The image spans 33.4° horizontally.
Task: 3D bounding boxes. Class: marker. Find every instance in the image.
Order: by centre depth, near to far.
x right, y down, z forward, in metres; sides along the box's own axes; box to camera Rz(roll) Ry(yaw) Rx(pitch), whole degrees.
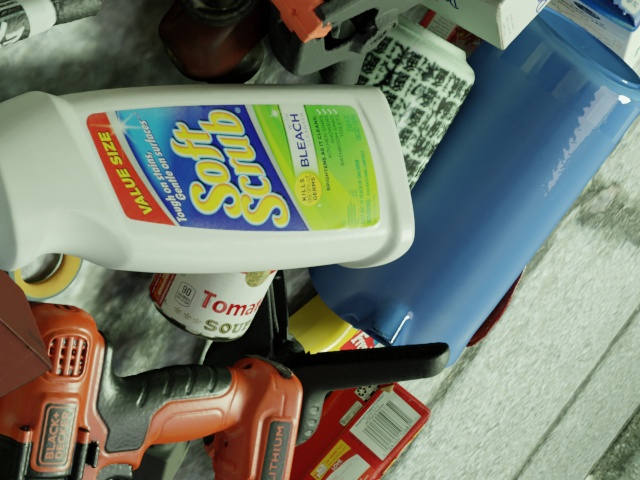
[{"bbox_3d":[-0.141,-0.087,0.444,0.120,0.020,0.020,-31,147,-36],"label":"marker"}]

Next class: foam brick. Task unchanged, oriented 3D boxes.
[{"bbox_3d":[-0.170,0.039,0.503,0.051,0.053,0.078,-27,149,-5],"label":"foam brick"}]

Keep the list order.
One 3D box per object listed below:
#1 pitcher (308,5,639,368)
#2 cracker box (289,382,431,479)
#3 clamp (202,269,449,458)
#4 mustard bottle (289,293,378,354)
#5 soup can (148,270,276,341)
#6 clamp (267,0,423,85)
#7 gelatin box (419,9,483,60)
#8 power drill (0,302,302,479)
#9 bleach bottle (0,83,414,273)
[{"bbox_3d":[0.109,-0.042,0.744,0.144,0.149,0.243,12,124,-41],"label":"pitcher"},{"bbox_3d":[0.011,0.184,0.906,0.164,0.072,0.213,-49,173,-4],"label":"cracker box"},{"bbox_3d":[-0.031,0.073,0.725,0.210,0.164,0.036,-45,173,36],"label":"clamp"},{"bbox_3d":[0.015,0.070,0.846,0.191,0.058,0.096,-39,152,-24],"label":"mustard bottle"},{"bbox_3d":[-0.054,0.001,0.639,0.068,0.069,0.102,-7,130,-55],"label":"soup can"},{"bbox_3d":[0.028,-0.123,0.543,0.120,0.039,0.171,-46,175,15],"label":"clamp"},{"bbox_3d":[0.097,-0.134,0.750,0.073,0.030,0.089,-55,153,8],"label":"gelatin box"},{"bbox_3d":[-0.105,0.133,0.623,0.187,0.057,0.184,8,94,-39],"label":"power drill"},{"bbox_3d":[-0.070,-0.023,0.509,0.250,0.102,0.068,-9,177,-39],"label":"bleach bottle"}]
